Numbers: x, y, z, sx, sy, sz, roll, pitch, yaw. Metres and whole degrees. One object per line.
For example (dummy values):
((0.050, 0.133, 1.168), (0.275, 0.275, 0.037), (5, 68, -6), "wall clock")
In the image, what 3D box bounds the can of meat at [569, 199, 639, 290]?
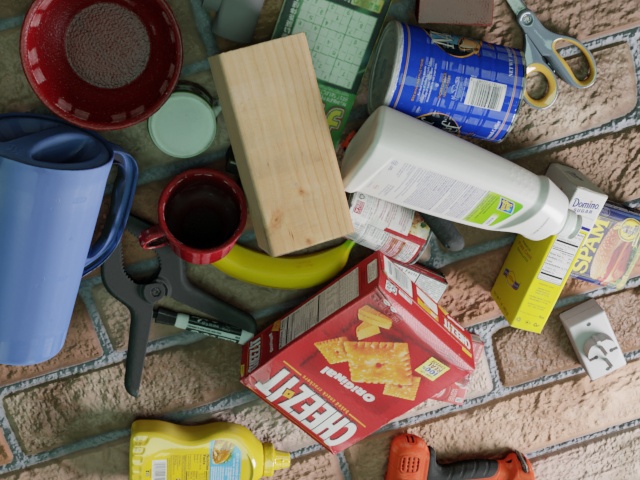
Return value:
((0.320, 0.001, 1.231), (0.083, 0.057, 0.102), (16, 110, -16), "can of meat")

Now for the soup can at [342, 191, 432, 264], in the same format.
((0.066, -0.022, 1.185), (0.102, 0.068, 0.068), (22, 108, -14), "soup can")

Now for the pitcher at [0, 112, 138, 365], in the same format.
((-0.288, 0.001, 1.092), (0.149, 0.145, 0.243), (17, 115, 0), "pitcher")

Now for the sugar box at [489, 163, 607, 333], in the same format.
((0.254, 0.007, 1.206), (0.048, 0.093, 0.176), (15, 109, -13), "sugar box")

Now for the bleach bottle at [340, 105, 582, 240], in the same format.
((0.153, -0.053, 1.107), (0.250, 0.068, 0.103), (21, 147, -14), "bleach bottle")

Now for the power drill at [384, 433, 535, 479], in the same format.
((0.168, 0.332, 1.346), (0.187, 0.057, 0.184), (2, 112, -8), "power drill")

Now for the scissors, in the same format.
((0.213, -0.220, 1.150), (0.201, 0.016, 0.096), (36, 104, -18), "scissors")

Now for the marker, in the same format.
((-0.137, 0.099, 1.236), (0.121, 0.020, 0.020), (15, 109, -13), "marker")

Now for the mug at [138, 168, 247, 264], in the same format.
((-0.137, -0.017, 1.138), (0.117, 0.081, 0.093), (-23, 80, -12), "mug")

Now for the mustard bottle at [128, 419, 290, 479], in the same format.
((-0.132, 0.263, 1.282), (0.191, 0.058, 0.096), (2, 112, -7), "mustard bottle")

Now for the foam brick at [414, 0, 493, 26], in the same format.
((0.138, -0.252, 1.102), (0.078, 0.051, 0.053), (3, 112, 2), "foam brick")

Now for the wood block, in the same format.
((-0.041, -0.098, 1.086), (0.090, 0.091, 0.206), (-17, 100, -11), "wood block")

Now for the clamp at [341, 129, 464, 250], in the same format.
((0.107, -0.077, 1.170), (0.171, 0.120, 0.039), (37, 142, -5), "clamp")

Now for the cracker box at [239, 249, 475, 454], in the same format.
((0.040, 0.133, 1.202), (0.214, 0.072, 0.164), (-36, 117, 25), "cracker box")

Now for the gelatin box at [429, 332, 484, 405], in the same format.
((0.147, 0.150, 1.284), (0.073, 0.030, 0.089), (13, 109, -12), "gelatin box")

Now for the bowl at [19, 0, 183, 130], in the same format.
((-0.219, -0.195, 1.082), (0.162, 0.055, 0.162), (-1, 106, -4), "bowl")

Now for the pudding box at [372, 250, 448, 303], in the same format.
((0.082, 0.073, 1.242), (0.090, 0.039, 0.113), (24, 106, -14), "pudding box")

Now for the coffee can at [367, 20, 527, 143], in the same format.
((0.130, -0.165, 1.115), (0.140, 0.103, 0.103), (10, 110, -11), "coffee can")

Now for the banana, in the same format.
((-0.054, 0.020, 1.208), (0.197, 0.037, 0.069), (2, 86, -10), "banana")

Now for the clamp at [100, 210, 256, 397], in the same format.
((-0.191, 0.063, 1.191), (0.164, 0.036, 0.210), (-35, 105, -6), "clamp")
